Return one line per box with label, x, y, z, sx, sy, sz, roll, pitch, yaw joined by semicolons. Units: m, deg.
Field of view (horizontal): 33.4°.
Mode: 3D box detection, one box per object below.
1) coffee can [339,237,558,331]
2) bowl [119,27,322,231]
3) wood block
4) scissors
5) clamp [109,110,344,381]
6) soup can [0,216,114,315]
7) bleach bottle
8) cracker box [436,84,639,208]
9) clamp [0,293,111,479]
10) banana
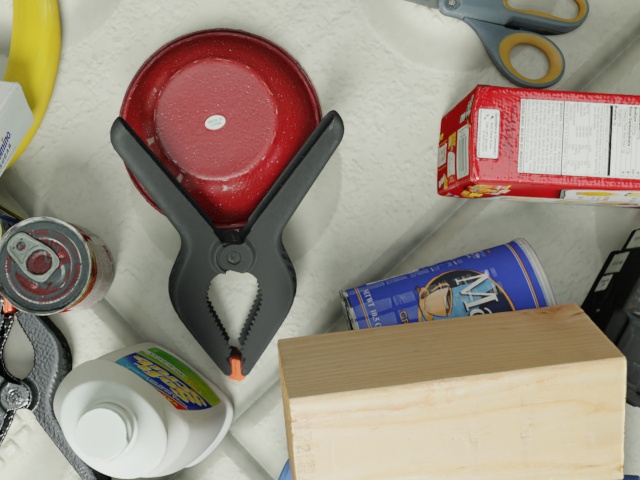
coffee can;0.095;0.066;0.781;0.140;0.103;0.103;-16;87;-2
bowl;-0.077;-0.088;0.811;0.162;0.055;0.162;0;87;-1
wood block;0.080;0.109;0.690;0.206;0.091;0.090;-6;109;-5
scissors;0.110;-0.166;0.838;0.201;0.016;0.096;-1;87;-1
clamp;-0.055;0.001;0.781;0.164;0.036;0.210;-9;110;-4
soup can;-0.192;0.020;0.779;0.068;0.102;0.068;0;87;-1
bleach bottle;-0.115;0.117;0.700;0.102;0.251;0.068;39;87;1
cracker box;0.199;-0.063;0.760;0.213;0.164;0.072;3;89;-1
clamp;-0.234;0.124;0.805;0.120;0.039;0.171;-14;84;-7
banana;-0.239;-0.120;0.819;0.069;0.037;0.198;24;87;0
